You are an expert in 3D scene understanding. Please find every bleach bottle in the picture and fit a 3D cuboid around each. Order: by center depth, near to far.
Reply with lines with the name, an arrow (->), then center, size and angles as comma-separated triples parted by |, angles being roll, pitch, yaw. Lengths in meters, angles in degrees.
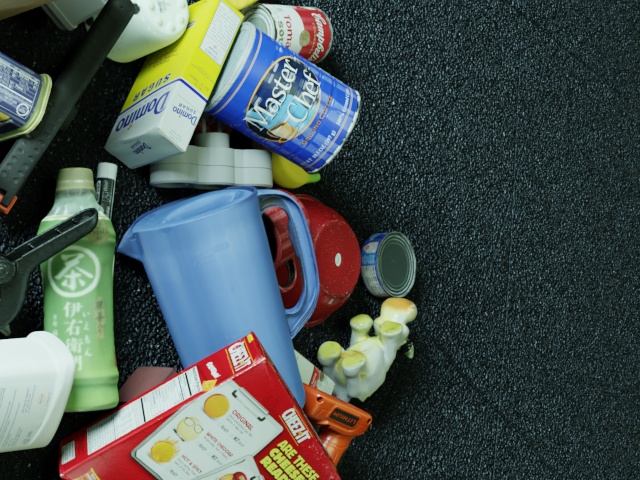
bleach bottle -> -0.323, 0.127, 0.847 | 0.250, 0.068, 0.103 | 3, 113, -49

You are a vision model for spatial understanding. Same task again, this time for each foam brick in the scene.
foam brick -> -0.160, 0.171, 1.061 | 0.051, 0.053, 0.078 | -50, 123, -40

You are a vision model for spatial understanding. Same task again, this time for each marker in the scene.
marker -> -0.214, -0.016, 1.042 | 0.020, 0.020, 0.121 | 16, 74, -48

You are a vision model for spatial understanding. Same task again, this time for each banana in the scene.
banana -> -0.053, -0.128, 1.213 | 0.069, 0.037, 0.198 | -52, 140, -35

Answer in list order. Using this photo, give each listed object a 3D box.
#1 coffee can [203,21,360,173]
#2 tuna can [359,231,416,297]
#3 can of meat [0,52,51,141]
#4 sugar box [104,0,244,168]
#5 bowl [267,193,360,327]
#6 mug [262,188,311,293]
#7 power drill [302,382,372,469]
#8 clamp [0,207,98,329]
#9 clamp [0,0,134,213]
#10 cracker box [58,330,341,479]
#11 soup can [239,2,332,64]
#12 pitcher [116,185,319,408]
coffee can -> -0.044, -0.148, 1.115 | 0.140, 0.103, 0.102 | 29, 63, -23
tuna can -> 0.087, 0.032, 1.389 | 0.085, 0.034, 0.086 | 7, 81, -50
can of meat -> -0.292, -0.126, 0.896 | 0.083, 0.102, 0.057 | 30, 62, -42
sugar box -> -0.148, -0.161, 1.079 | 0.048, 0.094, 0.176 | 41, 56, -32
bowl -> -0.001, 0.023, 1.268 | 0.161, 0.055, 0.162 | 6, 82, -50
mug -> -0.058, 0.001, 1.169 | 0.081, 0.093, 0.117 | -31, 97, -56
power drill -> -0.034, 0.252, 1.167 | 0.184, 0.057, 0.187 | 29, 86, -44
clamp -> -0.267, 0.019, 0.913 | 0.120, 0.039, 0.171 | 22, 94, -30
clamp -> -0.240, -0.120, 0.965 | 0.036, 0.165, 0.210 | 33, 82, -15
cracker box -> -0.113, 0.209, 1.009 | 0.213, 0.072, 0.164 | -30, 116, -2
soup can -> -0.044, -0.238, 1.234 | 0.102, 0.069, 0.068 | -10, 94, -50
pitcher -> -0.087, 0.070, 1.086 | 0.144, 0.149, 0.243 | -35, 113, -51
